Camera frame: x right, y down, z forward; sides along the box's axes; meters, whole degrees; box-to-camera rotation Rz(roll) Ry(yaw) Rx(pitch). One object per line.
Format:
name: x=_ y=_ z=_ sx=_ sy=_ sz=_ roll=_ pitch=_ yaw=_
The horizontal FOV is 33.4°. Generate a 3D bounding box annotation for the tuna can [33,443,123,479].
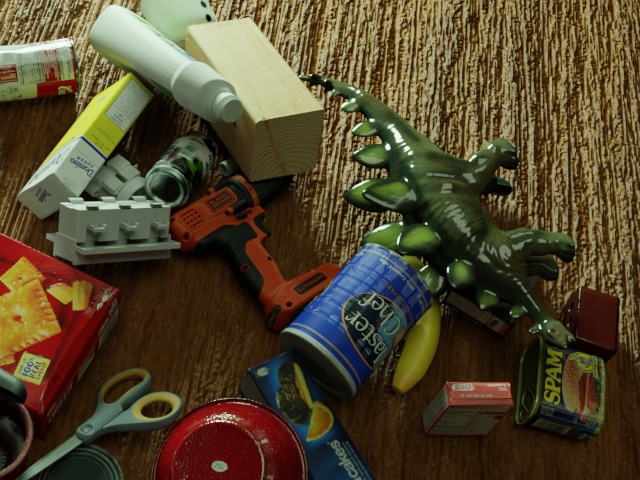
tuna can: x=-0.236 y=0.244 z=1.041 sx=0.086 sy=0.034 sz=0.086 roll=7 pitch=56 yaw=-10

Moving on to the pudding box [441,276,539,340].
pudding box: x=0.207 y=0.051 z=1.279 sx=0.090 sy=0.039 sz=0.113 roll=31 pitch=55 yaw=6

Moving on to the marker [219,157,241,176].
marker: x=-0.072 y=-0.112 z=1.327 sx=0.120 sy=0.020 sz=0.020 roll=-30 pitch=69 yaw=-29

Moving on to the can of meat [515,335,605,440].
can of meat: x=0.273 y=0.169 z=1.209 sx=0.084 sy=0.057 sz=0.102 roll=17 pitch=55 yaw=-7

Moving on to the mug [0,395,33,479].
mug: x=-0.329 y=0.207 z=1.011 sx=0.093 sy=0.082 sz=0.117 roll=41 pitch=57 yaw=13

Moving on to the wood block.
wood block: x=-0.085 y=-0.174 z=1.289 sx=0.090 sy=0.091 sz=0.206 roll=-13 pitch=47 yaw=-25

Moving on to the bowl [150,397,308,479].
bowl: x=-0.095 y=0.227 z=1.041 sx=0.162 sy=0.055 sz=0.162 roll=-3 pitch=68 yaw=7

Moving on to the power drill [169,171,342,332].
power drill: x=-0.058 y=0.002 z=1.235 sx=0.184 sy=0.057 sz=0.188 roll=-34 pitch=69 yaw=-30

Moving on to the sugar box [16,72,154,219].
sugar box: x=-0.270 y=-0.110 z=1.226 sx=0.048 sy=0.094 sz=0.176 roll=46 pitch=51 yaw=-20

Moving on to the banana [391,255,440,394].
banana: x=0.106 y=0.086 z=1.235 sx=0.069 sy=0.037 sz=0.198 roll=-8 pitch=57 yaw=2

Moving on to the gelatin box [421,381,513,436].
gelatin box: x=0.157 y=0.182 z=1.150 sx=0.073 sy=0.089 sz=0.030 roll=2 pitch=57 yaw=-13

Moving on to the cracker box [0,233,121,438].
cracker box: x=-0.337 y=0.081 z=1.098 sx=0.214 sy=0.072 sz=0.164 roll=25 pitch=55 yaw=4

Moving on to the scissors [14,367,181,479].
scissors: x=-0.209 y=0.192 z=1.049 sx=0.096 sy=0.016 sz=0.201 roll=16 pitch=33 yaw=14

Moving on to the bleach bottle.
bleach bottle: x=-0.170 y=-0.196 z=1.251 sx=0.251 sy=0.102 sz=0.068 roll=36 pitch=94 yaw=39

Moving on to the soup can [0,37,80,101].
soup can: x=-0.347 y=-0.206 z=1.287 sx=0.102 sy=0.069 sz=0.068 roll=-10 pitch=61 yaw=-20

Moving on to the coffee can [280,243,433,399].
coffee can: x=0.040 y=0.087 z=1.157 sx=0.103 sy=0.103 sz=0.140 roll=39 pitch=68 yaw=12

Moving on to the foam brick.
foam brick: x=0.319 y=0.104 z=1.266 sx=0.051 sy=0.053 sz=0.078 roll=17 pitch=54 yaw=-3
